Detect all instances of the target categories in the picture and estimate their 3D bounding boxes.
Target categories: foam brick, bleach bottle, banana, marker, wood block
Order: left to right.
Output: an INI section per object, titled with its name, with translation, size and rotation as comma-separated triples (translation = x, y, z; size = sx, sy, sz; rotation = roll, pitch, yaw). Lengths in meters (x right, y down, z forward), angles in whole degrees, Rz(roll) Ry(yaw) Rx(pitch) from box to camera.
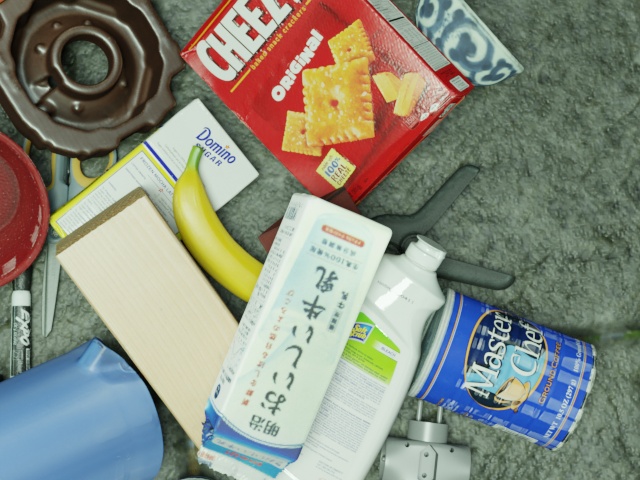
[marker]
translation = -0.274, 0.079, 0.978
size = 0.020, 0.020, 0.121
rotation = -1, 82, -3
[wood block]
translation = -0.131, 0.065, 0.922
size = 0.090, 0.090, 0.206
rotation = -36, 104, -6
[banana]
translation = -0.073, 0.010, 0.961
size = 0.069, 0.037, 0.197
rotation = -40, 106, -4
[foam brick]
translation = -0.005, -0.004, 0.945
size = 0.052, 0.078, 0.051
rotation = -40, 101, -46
[bleach bottle]
translation = 0.041, 0.113, 0.922
size = 0.102, 0.068, 0.251
rotation = 30, 103, 1

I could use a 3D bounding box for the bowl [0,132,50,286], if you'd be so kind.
[bowl]
translation = -0.317, -0.036, 0.945
size = 0.162, 0.055, 0.162
rotation = -1, 110, -3

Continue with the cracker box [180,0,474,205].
[cracker box]
translation = 0.003, -0.152, 0.958
size = 0.214, 0.072, 0.164
rotation = 46, 116, 3

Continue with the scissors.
[scissors]
translation = -0.228, -0.017, 0.994
size = 0.096, 0.016, 0.202
rotation = -10, 86, -6

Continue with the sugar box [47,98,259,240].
[sugar box]
translation = -0.153, -0.040, 0.977
size = 0.176, 0.048, 0.093
rotation = -40, 102, -10

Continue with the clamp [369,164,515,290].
[clamp]
translation = 0.095, 0.015, 0.993
size = 0.171, 0.039, 0.120
rotation = -26, 80, -1

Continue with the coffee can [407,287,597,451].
[coffee can]
translation = 0.159, 0.114, 0.949
size = 0.140, 0.103, 0.103
rotation = 21, 82, 0

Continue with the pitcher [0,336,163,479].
[pitcher]
translation = -0.259, 0.189, 0.861
size = 0.242, 0.145, 0.149
rotation = -21, 87, -38
